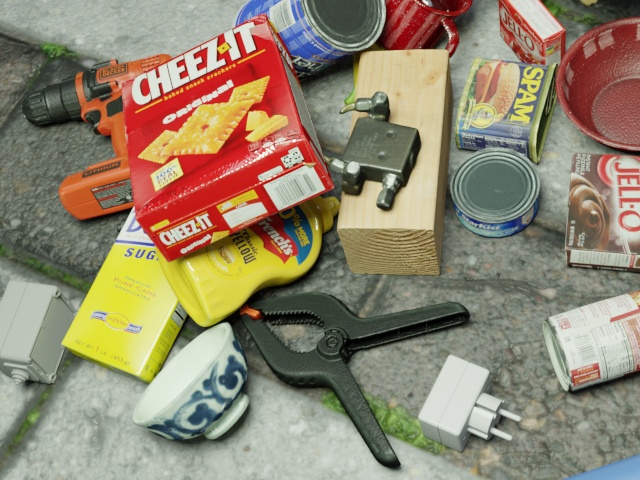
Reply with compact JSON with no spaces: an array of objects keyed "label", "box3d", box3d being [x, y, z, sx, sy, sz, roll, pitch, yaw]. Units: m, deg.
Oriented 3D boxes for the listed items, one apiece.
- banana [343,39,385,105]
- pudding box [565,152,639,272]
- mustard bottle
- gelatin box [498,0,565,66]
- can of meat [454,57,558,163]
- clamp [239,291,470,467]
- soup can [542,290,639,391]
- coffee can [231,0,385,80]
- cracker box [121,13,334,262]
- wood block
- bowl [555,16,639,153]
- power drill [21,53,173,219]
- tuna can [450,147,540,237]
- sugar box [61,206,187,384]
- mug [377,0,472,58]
[{"label":"banana","box3d":[0.027,-0.237,1.178,0.069,0.037,0.198,-21,59,0]},{"label":"pudding box","box3d":[0.278,-0.027,1.002,0.090,0.039,0.113,4,62,14]},{"label":"mustard bottle","box3d":[-0.057,0.001,1.025,0.191,0.058,0.096,-27,82,-32]},{"label":"gelatin box","box3d":[0.217,-0.215,1.103,0.030,0.073,0.089,-29,59,-5]},{"label":"can of meat","box3d":[0.188,-0.134,1.074,0.084,0.057,0.102,11,64,20]},{"label":"clamp","box3d":[0.015,0.110,0.981,0.210,0.036,0.164,12,64,21]},{"label":"soup can","box3d":[0.253,0.086,0.927,0.102,0.068,0.068,-17,59,2]},{"label":"coffee can","box3d":[-0.015,-0.224,1.102,0.141,0.102,0.102,-15,45,56]},{"label":"cracker box","box3d":[-0.093,-0.101,0.980,0.164,0.072,0.214,-24,43,7]},{"label":"wood block","box3d":[0.077,-0.078,1.045,0.090,0.091,0.206,1,61,13]},{"label":"bowl","box3d":[0.314,-0.142,1.051,0.162,0.055,0.162,-5,60,9]},{"label":"power drill","box3d":[-0.237,-0.114,1.143,0.184,0.057,0.187,-15,52,9]},{"label":"tuna can","box3d":[0.170,-0.046,1.040,0.086,0.033,0.086,-5,60,9]},{"label":"sugar box","box3d":[-0.169,0.043,1.043,0.093,0.048,0.176,18,75,18]},{"label":"mug","box3d":[0.107,-0.238,1.123,0.093,0.082,0.117,-18,69,-35]}]
